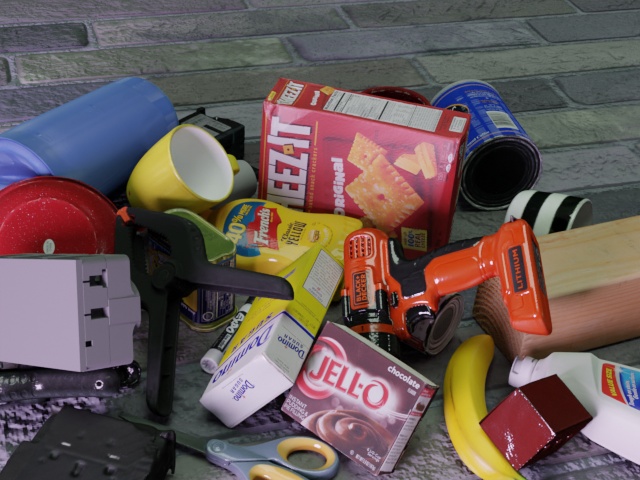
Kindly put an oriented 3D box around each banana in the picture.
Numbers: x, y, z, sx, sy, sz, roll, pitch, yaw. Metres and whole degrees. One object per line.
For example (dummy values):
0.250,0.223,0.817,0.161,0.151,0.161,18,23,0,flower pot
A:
0.141,0.149,0.962,0.069,0.037,0.198,26,32,-22,banana

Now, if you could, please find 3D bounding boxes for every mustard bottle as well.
-0.057,0.001,1.124,0.192,0.058,0.096,12,51,12,mustard bottle

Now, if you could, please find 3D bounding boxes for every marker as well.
-0.082,0.086,1.036,0.020,0.020,0.121,16,37,15,marker

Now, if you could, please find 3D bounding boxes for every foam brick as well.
0.185,0.154,0.910,0.078,0.053,0.051,-6,53,-52,foam brick

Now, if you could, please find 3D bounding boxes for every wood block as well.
0.268,0.047,1.070,0.205,0.091,0.090,-10,39,-21,wood block

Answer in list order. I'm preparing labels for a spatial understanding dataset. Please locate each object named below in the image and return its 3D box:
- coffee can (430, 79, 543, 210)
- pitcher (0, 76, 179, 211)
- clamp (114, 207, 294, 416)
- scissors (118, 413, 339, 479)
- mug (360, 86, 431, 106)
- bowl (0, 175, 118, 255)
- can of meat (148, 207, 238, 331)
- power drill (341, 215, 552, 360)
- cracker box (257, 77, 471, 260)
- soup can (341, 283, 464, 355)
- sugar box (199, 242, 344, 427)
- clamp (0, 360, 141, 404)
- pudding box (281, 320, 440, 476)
0.194,-0.117,1.283,0.102,0.103,0.140,-4,36,-12,coffee can
-0.254,-0.088,1.180,0.145,0.149,0.242,-14,19,35,pitcher
-0.123,0.034,0.973,0.164,0.036,0.210,-37,55,7,clamp
-0.070,0.174,0.915,0.202,0.016,0.096,27,39,29,scissors
0.085,-0.139,1.321,0.093,0.081,0.117,2,35,-4,mug
-0.258,0.010,1.011,0.162,0.055,0.162,2,78,-11,bowl
-0.128,0.027,1.058,0.057,0.084,0.102,-27,46,-37,can of meat
0.109,0.062,0.962,0.188,0.057,0.184,-11,66,18,power drill
0.042,-0.070,1.147,0.214,0.164,0.072,12,34,10,cracker box
0.081,0.061,1.048,0.102,0.068,0.068,28,41,28,soup can
-0.041,0.083,0.979,0.048,0.093,0.176,44,35,-10,sugar box
-0.240,0.123,0.931,0.171,0.039,0.120,-2,-8,8,clamp
0.033,0.135,0.918,0.114,0.090,0.039,30,5,29,pudding box
